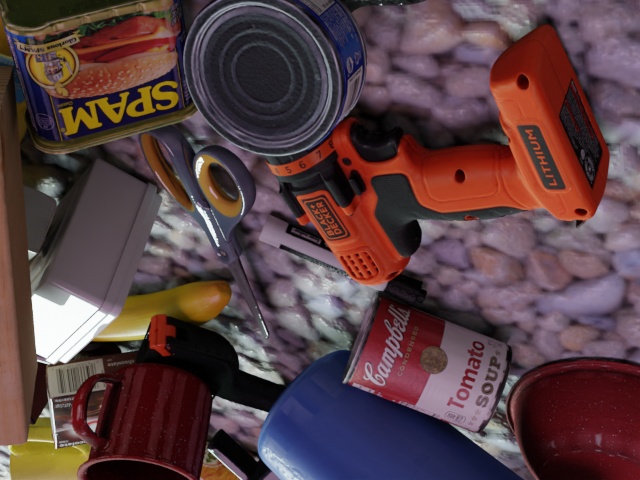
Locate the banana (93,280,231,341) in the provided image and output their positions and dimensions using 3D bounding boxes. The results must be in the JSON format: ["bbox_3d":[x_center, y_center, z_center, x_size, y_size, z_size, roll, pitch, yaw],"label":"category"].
[{"bbox_3d":[-0.154,0.056,0.833,0.198,0.037,0.069,-3,160,16],"label":"banana"}]

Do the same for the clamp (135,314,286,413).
[{"bbox_3d":[-0.085,0.110,0.844,0.120,0.039,0.171,-13,147,0],"label":"clamp"}]

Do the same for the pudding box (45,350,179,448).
[{"bbox_3d":[-0.174,0.134,0.908,0.113,0.039,0.090,-5,143,-14],"label":"pudding box"}]

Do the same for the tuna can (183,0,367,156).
[{"bbox_3d":[-0.023,-0.085,0.519,0.086,0.033,0.086,11,122,18],"label":"tuna can"}]

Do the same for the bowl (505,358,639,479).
[{"bbox_3d":[0.209,0.156,0.773,0.162,0.055,0.162,14,140,11],"label":"bowl"}]

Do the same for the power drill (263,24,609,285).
[{"bbox_3d":[0.052,-0.059,0.601,0.188,0.057,0.184,-10,128,36],"label":"power drill"}]

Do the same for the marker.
[{"bbox_3d":[0.016,0.015,0.731,0.121,0.020,0.020,24,142,-1],"label":"marker"}]

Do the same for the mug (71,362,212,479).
[{"bbox_3d":[-0.133,0.138,0.782,0.093,0.081,0.117,-26,132,36],"label":"mug"}]

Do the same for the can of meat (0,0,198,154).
[{"bbox_3d":[-0.123,-0.107,0.602,0.102,0.057,0.084,-17,137,-14],"label":"can of meat"}]

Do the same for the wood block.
[{"bbox_3d":[-0.219,0.012,0.620,0.090,0.091,0.206,-1,116,-8],"label":"wood block"}]

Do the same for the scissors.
[{"bbox_3d":[-0.055,0.001,0.728,0.096,0.016,0.201,4,135,47],"label":"scissors"}]

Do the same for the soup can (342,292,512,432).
[{"bbox_3d":[0.074,0.086,0.745,0.102,0.068,0.069,21,142,1],"label":"soup can"}]

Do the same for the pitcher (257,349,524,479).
[{"bbox_3d":[0.065,0.194,0.758,0.243,0.145,0.149,38,-178,23],"label":"pitcher"}]
